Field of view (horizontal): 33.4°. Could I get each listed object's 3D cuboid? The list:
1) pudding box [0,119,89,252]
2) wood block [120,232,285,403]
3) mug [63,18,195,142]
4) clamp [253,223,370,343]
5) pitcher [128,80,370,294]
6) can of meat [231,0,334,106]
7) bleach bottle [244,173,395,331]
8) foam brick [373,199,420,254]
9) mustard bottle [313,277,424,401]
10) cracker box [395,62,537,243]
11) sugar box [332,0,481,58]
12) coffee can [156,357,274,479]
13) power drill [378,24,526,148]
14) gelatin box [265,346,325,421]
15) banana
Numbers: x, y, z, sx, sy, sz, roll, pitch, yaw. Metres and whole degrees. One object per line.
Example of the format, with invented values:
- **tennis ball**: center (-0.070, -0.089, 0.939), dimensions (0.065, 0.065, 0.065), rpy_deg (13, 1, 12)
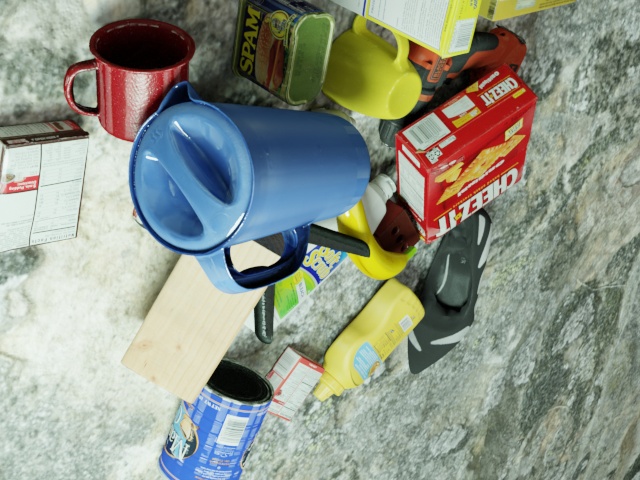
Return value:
- **pudding box**: center (-0.261, -0.049, 0.965), dimensions (0.089, 0.039, 0.114), rpy_deg (-14, 130, -43)
- **wood block**: center (-0.114, 0.055, 1.110), dimensions (0.206, 0.090, 0.090), rpy_deg (-57, -176, 26)
- **mug**: center (-0.171, -0.139, 0.957), dimensions (0.117, 0.093, 0.081), rpy_deg (-12, 133, -22)
- **clamp**: center (-0.058, 0.001, 1.165), dimensions (0.164, 0.036, 0.210), rpy_deg (-47, 117, -11)
- **pitcher**: center (-0.051, -0.054, 0.995), dimensions (0.242, 0.145, 0.149), rpy_deg (-11, 132, -58)
- **can of meat**: center (-0.037, -0.194, 1.061), dimensions (0.057, 0.084, 0.102), rpy_deg (-18, 131, -40)
- **bleach bottle**: center (-0.005, 0.000, 1.278), dimensions (0.250, 0.068, 0.102), rpy_deg (-42, 142, -21)
- **foam brick**: center (0.086, -0.014, 1.377), dimensions (0.053, 0.051, 0.078), rpy_deg (-47, 144, -9)
- **mustard bottle**: center (0.060, 0.145, 1.472), dimensions (0.191, 0.058, 0.096), rpy_deg (-48, 148, -10)
- **cracker box**: center (0.179, -0.101, 1.328), dimensions (0.164, 0.072, 0.213), rpy_deg (-34, 157, -10)
- **sugar box**: center (0.081, -0.259, 1.063), dimensions (0.048, 0.176, 0.093), rpy_deg (-16, 131, -38)
- **coffee can**: center (-0.127, 0.226, 1.287), dimensions (0.102, 0.103, 0.140), rpy_deg (0, 118, -49)
- **power drill**: center (0.161, -0.197, 1.307), dimensions (0.187, 0.057, 0.185), rpy_deg (-8, 131, -47)
- **gelatin box**: center (-0.043, 0.191, 1.417), dimensions (0.089, 0.030, 0.073), rpy_deg (-54, 146, 0)
- **banana**: center (0.058, 0.001, 1.275), dimensions (0.197, 0.037, 0.069), rpy_deg (42, 61, -54)
